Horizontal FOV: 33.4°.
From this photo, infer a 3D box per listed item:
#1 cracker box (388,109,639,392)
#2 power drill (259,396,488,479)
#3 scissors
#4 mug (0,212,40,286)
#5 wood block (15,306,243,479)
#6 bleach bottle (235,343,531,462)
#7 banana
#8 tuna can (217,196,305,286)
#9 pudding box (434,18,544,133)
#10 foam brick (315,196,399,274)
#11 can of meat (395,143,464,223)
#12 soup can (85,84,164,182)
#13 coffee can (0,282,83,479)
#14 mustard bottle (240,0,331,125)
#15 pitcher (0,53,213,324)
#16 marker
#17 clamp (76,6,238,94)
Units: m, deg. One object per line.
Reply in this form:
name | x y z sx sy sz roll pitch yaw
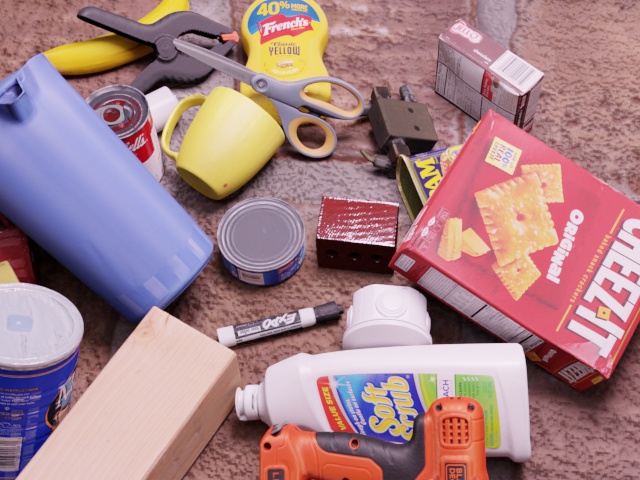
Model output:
cracker box | 0.196 0.008 0.968 0.213 0.072 0.164 33 71 2
power drill | 0.045 0.219 0.872 0.188 0.057 0.184 -1 87 9
scissors | -0.057 -0.140 1.085 0.201 0.096 0.016 10 25 -8
mug | -0.314 0.010 1.007 0.081 0.117 0.093 -10 42 -9
wood block | -0.163 0.173 0.912 0.091 0.090 0.206 27 63 18
bleach bottle | 0.052 0.144 0.929 0.251 0.068 0.102 -4 99 8
banana | -0.219 -0.227 1.193 0.197 0.037 0.070 -33 48 -17
tuna can | -0.057 0.001 1.045 0.086 0.034 0.086 -1 58 2
pudding box | 0.171 -0.163 1.103 0.039 0.090 0.114 -41 66 -19
foam brick | 0.036 -0.005 1.034 0.078 0.053 0.051 6 59 6
can of meat | 0.131 -0.044 1.052 0.084 0.057 0.102 -14 60 -9
soup can | -0.197 -0.098 1.072 0.068 0.102 0.068 -1 58 1
coffee can | -0.258 0.121 0.892 0.102 0.140 0.103 11 33 -8
mustard bottle | -0.039 -0.216 1.163 0.096 0.058 0.191 -2 58 0
pitcher | -0.220 -0.040 0.983 0.242 0.145 0.149 46 22 -11
marker | -0.037 0.078 1.005 0.121 0.020 0.020 -14 59 -6
clamp | -0.177 -0.213 1.156 0.171 0.039 0.120 -22 102 -15
